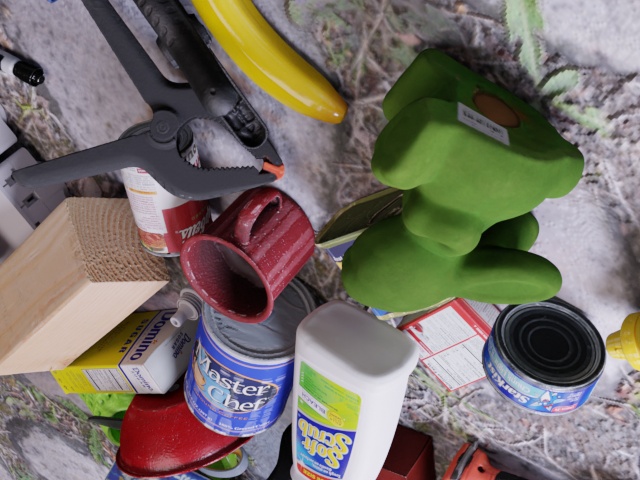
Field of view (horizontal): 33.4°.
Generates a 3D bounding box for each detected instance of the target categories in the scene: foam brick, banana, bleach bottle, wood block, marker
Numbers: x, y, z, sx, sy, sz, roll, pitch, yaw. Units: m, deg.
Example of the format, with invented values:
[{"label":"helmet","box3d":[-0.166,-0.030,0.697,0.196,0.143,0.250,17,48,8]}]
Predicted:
[{"label":"foam brick","box3d":[0.074,0.221,1.013,0.051,0.052,0.078,17,135,28]},{"label":"banana","box3d":[-0.052,-0.161,0.767,0.070,0.037,0.197,-8,121,47]},{"label":"bleach bottle","box3d":[0.022,0.174,0.935,0.103,0.068,0.251,30,135,29]},{"label":"wood block","box3d":[-0.248,0.047,1.033,0.206,0.090,0.090,-37,66,38]},{"label":"marker","box3d":[-0.304,-0.171,0.986,0.121,0.020,0.020,27,140,19]}]

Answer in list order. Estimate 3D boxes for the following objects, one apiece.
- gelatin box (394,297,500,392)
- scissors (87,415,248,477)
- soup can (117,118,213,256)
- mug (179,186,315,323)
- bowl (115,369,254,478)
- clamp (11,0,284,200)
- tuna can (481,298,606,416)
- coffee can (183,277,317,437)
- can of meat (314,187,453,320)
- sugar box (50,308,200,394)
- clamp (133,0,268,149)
[{"label":"gelatin box","box3d":[0.112,0.078,0.862,0.073,0.030,0.089,46,143,-7]},{"label":"scissors","box3d":[-0.152,0.192,1.149,0.202,0.096,0.016,19,151,31]},{"label":"soup can","box3d":[-0.134,-0.046,0.922,0.069,0.068,0.102,18,135,28]},{"label":"mug","box3d":[-0.056,0.001,0.889,0.093,0.081,0.117,29,141,16]},{"label":"bowl","box3d":[-0.136,0.170,1.066,0.162,0.161,0.055,-2,112,42]},{"label":"clamp","box3d":[-0.132,-0.082,0.847,0.210,0.164,0.036,27,-177,-3]},{"label":"tuna can","box3d":[0.163,0.083,0.778,0.086,0.086,0.034,29,139,15]},{"label":"coffee can","box3d":[-0.067,0.103,0.979,0.103,0.102,0.140,33,141,11]},{"label":"can of meat","box3d":[0.059,0.009,0.820,0.102,0.057,0.084,-19,114,48]},{"label":"sugar box","box3d":[-0.198,0.116,1.113,0.177,0.093,0.048,-12,118,45]},{"label":"clamp","box3d":[-0.098,-0.143,0.775,0.171,0.039,0.120,53,177,2]}]
